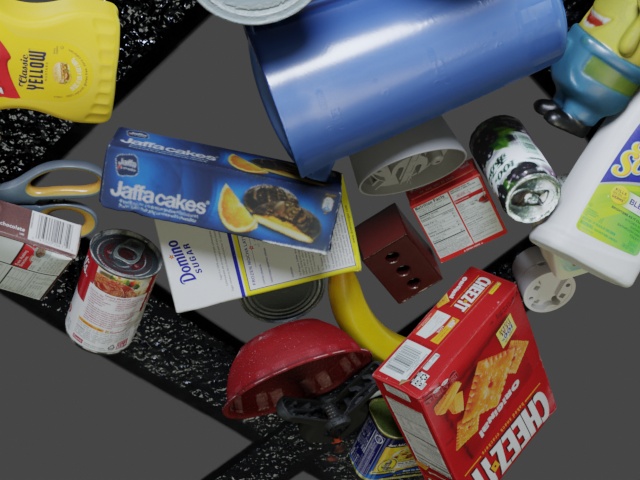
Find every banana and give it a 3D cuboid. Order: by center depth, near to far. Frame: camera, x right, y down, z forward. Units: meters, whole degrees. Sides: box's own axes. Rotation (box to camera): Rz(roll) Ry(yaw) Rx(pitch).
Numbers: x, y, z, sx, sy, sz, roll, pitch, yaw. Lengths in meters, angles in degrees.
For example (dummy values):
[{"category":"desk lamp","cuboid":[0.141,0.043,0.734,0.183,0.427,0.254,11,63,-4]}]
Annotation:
[{"category":"banana","cuboid":[0.060,0.088,1.112,0.197,0.037,0.069,37,95,-36]}]

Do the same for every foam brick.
[{"category":"foam brick","cuboid":[0.075,0.013,1.041,0.053,0.051,0.078,-32,129,13]}]

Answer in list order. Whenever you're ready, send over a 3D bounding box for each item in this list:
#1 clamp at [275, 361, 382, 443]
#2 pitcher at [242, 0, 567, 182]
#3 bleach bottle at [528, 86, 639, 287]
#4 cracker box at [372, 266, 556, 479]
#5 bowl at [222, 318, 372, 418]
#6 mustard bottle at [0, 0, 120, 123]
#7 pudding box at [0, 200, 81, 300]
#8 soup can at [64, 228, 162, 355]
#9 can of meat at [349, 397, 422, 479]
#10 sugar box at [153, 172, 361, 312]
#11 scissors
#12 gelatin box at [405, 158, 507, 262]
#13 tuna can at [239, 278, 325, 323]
[{"category":"clamp","cuboid":[0.004,0.183,1.133,0.120,0.039,0.171,-10,151,-14]},{"category":"pitcher","cuboid":[0.064,-0.161,0.851,0.243,0.145,0.149,-22,165,-1]},{"category":"bleach bottle","cuboid":[0.289,-0.089,0.956,0.102,0.068,0.251,27,91,-9]},{"category":"cracker box","cuboid":[0.160,0.160,1.122,0.164,0.072,0.213,-45,133,-21]},{"category":"bowl","cuboid":[-0.031,0.123,1.079,0.162,0.055,0.162,-20,160,-8]},{"category":"mustard bottle","cuboid":[-0.255,-0.145,0.826,0.191,0.058,0.096,3,124,-16]},{"category":"pudding box","cuboid":[-0.281,0.006,0.942,0.113,0.039,0.090,21,141,-25]},{"category":"soup can","cuboid":[-0.194,0.049,0.995,0.068,0.068,0.102,11,126,-22]},{"category":"can of meat","cuboid":[0.091,0.225,1.209,0.101,0.057,0.084,0,131,-28]},{"category":"sugar box","cuboid":[-0.056,0.001,0.980,0.176,0.048,0.093,-12,95,-1]},{"category":"scissors","cuboid":[-0.285,-0.028,0.943,0.201,0.016,0.096,-10,134,1]},{"category":"gelatin box","cuboid":[0.131,-0.029,1.035,0.073,0.030,0.089,-26,130,9]},{"category":"tuna can","cuboid":[-0.040,0.039,1.046,0.086,0.034,0.086,-7,130,-8]}]
